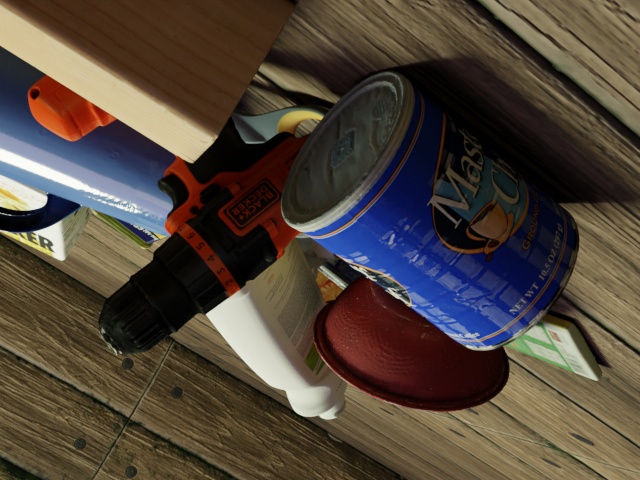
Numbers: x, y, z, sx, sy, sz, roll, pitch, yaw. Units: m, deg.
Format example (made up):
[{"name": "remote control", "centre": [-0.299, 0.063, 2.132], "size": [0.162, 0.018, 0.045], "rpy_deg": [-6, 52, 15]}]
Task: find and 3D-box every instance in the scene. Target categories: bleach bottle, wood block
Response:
[{"name": "bleach bottle", "centre": [-0.031, 0.078, 0.890], "size": [0.068, 0.102, 0.250], "rpy_deg": [5, 142, 28]}, {"name": "wood block", "centre": [-0.130, -0.139, 0.588], "size": [0.206, 0.090, 0.091], "rpy_deg": [32, 168, -11]}]

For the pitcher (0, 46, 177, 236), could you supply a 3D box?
[{"name": "pitcher", "centre": [-0.203, -0.087, 0.798], "size": [0.242, 0.145, 0.149], "rpy_deg": [24, 145, -6]}]

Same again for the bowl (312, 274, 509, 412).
[{"name": "bowl", "centre": [0.078, 0.064, 0.846], "size": [0.162, 0.055, 0.162], "rpy_deg": [9, -150, -5]}]

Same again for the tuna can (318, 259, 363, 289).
[{"name": "tuna can", "centre": [0.026, 0.024, 0.964], "size": [0.086, 0.033, 0.086], "rpy_deg": [38, 175, 4]}]

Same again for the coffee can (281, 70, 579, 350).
[{"name": "coffee can", "centre": [0.063, -0.015, 0.612], "size": [0.140, 0.102, 0.103], "rpy_deg": [35, 166, -24]}]

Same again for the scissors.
[{"name": "scissors", "centre": [-0.051, -0.093, 0.723], "size": [0.202, 0.096, 0.016], "rpy_deg": [54, -152, 13]}]

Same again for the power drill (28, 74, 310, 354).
[{"name": "power drill", "centre": [-0.101, -0.042, 0.673], "size": [0.188, 0.184, 0.057], "rpy_deg": [47, 167, 18]}]
